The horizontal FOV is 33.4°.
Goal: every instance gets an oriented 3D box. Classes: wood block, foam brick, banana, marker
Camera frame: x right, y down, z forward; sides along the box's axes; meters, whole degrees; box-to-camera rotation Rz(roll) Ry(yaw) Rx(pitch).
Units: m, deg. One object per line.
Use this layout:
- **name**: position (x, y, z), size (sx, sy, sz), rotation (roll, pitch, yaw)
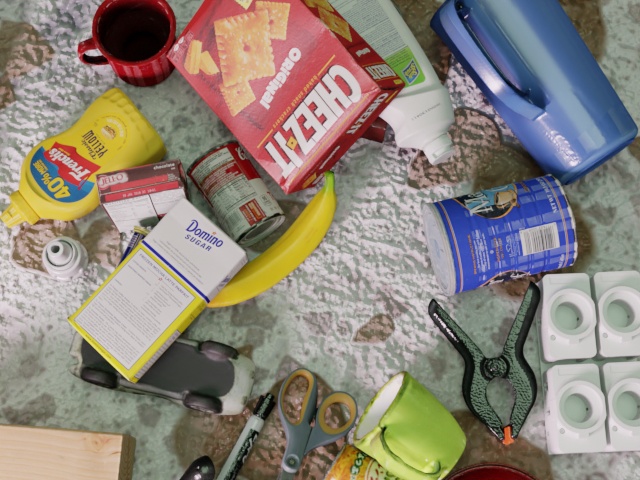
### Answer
- **wood block**: position (-0.302, 0.236, 1.093), size (0.206, 0.090, 0.091), rotation (4, 77, 0)
- **foam brick**: position (0.057, -0.158, 1.207), size (0.051, 0.053, 0.078), rotation (14, 78, 3)
- **banana**: position (-0.045, 0.009, 1.162), size (0.198, 0.069, 0.037), rotation (-47, 41, -3)
- **marker**: position (-0.081, 0.217, 1.133), size (0.020, 0.020, 0.121), rotation (28, 78, 6)

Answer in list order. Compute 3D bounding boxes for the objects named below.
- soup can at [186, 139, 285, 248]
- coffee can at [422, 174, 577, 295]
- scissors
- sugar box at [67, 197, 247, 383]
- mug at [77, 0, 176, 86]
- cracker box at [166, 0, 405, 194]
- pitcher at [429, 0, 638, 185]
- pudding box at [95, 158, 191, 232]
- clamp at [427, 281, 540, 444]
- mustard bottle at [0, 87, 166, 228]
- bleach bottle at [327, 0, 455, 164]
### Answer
- **soup can**: position (-0.093, -0.050, 1.173), size (0.068, 0.068, 0.102), rotation (-32, 79, -8)
- **coffee can**: position (0.190, -0.006, 1.145), size (0.140, 0.103, 0.103), rotation (-14, 77, -4)
- **scissors**: position (-0.011, 0.226, 1.102), size (0.096, 0.016, 0.201), rotation (10, 56, -9)
- **sugar box**: position (-0.166, 0.051, 1.103), size (0.093, 0.048, 0.176), rotation (42, 79, 8)
- **mug**: position (-0.216, -0.221, 1.206), size (0.117, 0.081, 0.093), rotation (-18, 77, -5)
- **cracker box**: position (-0.043, -0.181, 1.130), size (0.214, 0.072, 0.164), rotation (49, 120, 11)
- **pitcher**: position (0.232, -0.182, 1.171), size (0.149, 0.145, 0.243), rotation (-32, 82, -8)
- **pudding box**: position (-0.186, -0.047, 1.148), size (0.090, 0.113, 0.039), rotation (-10, 73, -3)
- **clamp**: position (0.195, 0.127, 1.138), size (0.120, 0.039, 0.171), rotation (-20, 84, 16)
- **mustard bottle**: position (-0.272, -0.079, 1.184), size (0.191, 0.058, 0.096), rotation (-38, 79, -8)
- **bleach bottle**: position (0.060, -0.188, 1.153), size (0.102, 0.068, 0.251), rotation (-31, 78, 2)
